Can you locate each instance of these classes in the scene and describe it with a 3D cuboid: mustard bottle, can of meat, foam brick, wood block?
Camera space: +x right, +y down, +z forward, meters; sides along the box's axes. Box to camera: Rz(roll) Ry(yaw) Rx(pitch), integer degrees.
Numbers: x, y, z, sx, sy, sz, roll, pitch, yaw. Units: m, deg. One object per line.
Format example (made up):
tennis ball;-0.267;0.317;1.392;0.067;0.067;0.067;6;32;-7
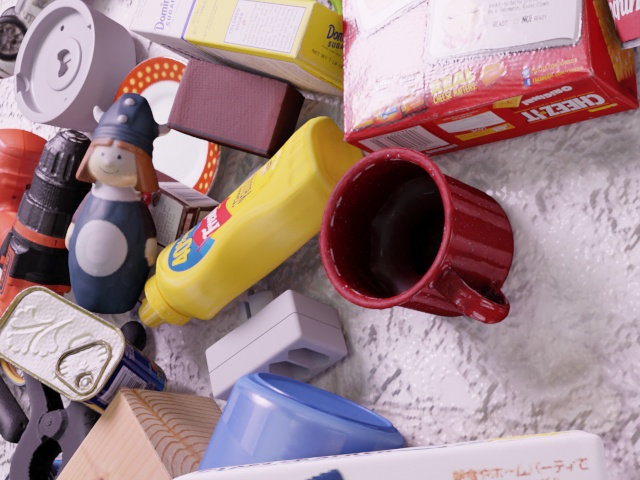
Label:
mustard bottle;-0.055;0.001;0.721;0.192;0.058;0.096;-39;19;24
can of meat;-0.168;0.086;0.759;0.102;0.084;0.057;24;73;26
foam brick;-0.059;-0.091;0.753;0.078;0.053;0.051;16;91;12
wood block;-0.142;0.211;0.742;0.206;0.090;0.091;-54;50;17

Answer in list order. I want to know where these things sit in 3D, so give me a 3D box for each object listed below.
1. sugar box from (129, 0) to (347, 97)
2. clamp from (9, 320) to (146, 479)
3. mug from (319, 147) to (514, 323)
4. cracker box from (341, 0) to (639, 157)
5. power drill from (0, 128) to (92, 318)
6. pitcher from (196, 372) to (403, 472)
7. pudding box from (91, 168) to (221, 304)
sugar box;-0.043;-0.140;0.743;0.176;0.093;0.048;21;91;41
clamp;-0.187;0.137;0.811;0.120;0.039;0.171;-21;57;27
mug;0.067;0.007;0.620;0.117;0.081;0.093;45;109;38
cracker box;0.096;-0.167;0.646;0.164;0.072;0.213;-12;70;37
power drill;-0.235;-0.025;0.859;0.188;0.057;0.184;49;121;56
pitcher;-0.029;0.212;0.633;0.145;0.149;0.243;19;89;57
pudding box;-0.135;-0.006;0.810;0.114;0.039;0.090;28;109;37
